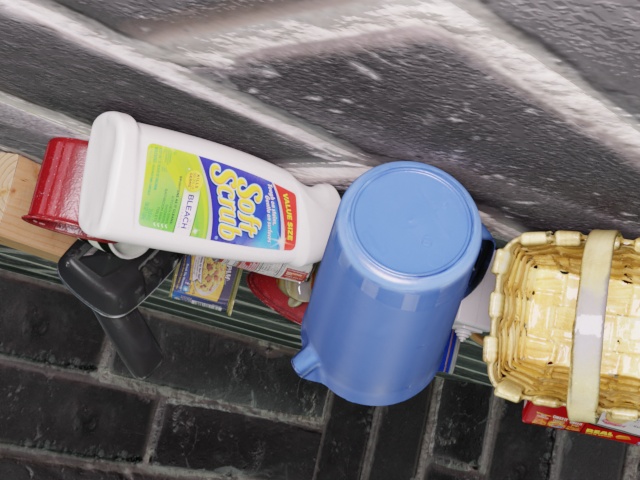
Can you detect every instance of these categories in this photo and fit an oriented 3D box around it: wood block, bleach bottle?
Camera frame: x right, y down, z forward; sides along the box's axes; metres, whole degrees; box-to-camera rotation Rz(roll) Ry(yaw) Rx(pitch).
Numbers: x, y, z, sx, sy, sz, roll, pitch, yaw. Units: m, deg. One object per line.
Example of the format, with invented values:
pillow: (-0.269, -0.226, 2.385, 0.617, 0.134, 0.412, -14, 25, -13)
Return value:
wood block: (-0.321, -0.030, 1.231, 0.091, 0.090, 0.205, 9, 171, 28)
bleach bottle: (-0.070, -0.035, 0.890, 0.250, 0.102, 0.068, 8, -177, -34)

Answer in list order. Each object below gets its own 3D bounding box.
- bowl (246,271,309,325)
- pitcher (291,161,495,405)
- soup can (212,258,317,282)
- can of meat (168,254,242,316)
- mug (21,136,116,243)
bowl: (-0.009, 0.056, 1.333, 0.162, 0.055, 0.162, 23, -164, -7)
pitcher: (0.065, 0.033, 0.876, 0.145, 0.149, 0.243, 18, 154, 4)
soup can: (-0.057, 0.001, 1.130, 0.102, 0.068, 0.069, 15, 171, -18)
can of meat: (-0.142, 0.037, 1.366, 0.084, 0.102, 0.057, 15, 171, -4)
mug: (-0.219, -0.048, 1.001, 0.093, 0.081, 0.117, 20, 169, -40)
